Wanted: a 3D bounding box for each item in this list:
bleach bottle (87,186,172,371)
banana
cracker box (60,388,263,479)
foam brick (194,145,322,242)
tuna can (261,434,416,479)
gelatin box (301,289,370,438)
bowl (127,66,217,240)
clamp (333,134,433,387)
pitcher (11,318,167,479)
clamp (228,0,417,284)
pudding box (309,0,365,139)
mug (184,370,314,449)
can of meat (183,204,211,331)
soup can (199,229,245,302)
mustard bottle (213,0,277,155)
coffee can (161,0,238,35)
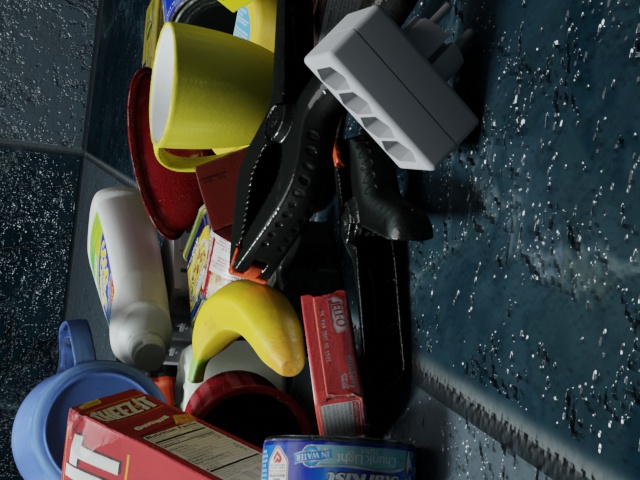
[{"bbox_3d":[-0.182,0.041,1.037,0.251,0.068,0.103,-123,39,-60],"label":"bleach bottle"},{"bbox_3d":[-0.050,0.060,0.721,0.198,0.037,0.069,158,108,-66],"label":"banana"},{"bbox_3d":[-0.080,0.211,0.685,0.214,0.071,0.164,18,104,34],"label":"cracker box"},{"bbox_3d":[-0.044,-0.038,0.782,0.051,0.078,0.053,38,-146,-74],"label":"foam brick"},{"bbox_3d":[0.010,0.126,0.582,0.086,0.086,0.034,145,130,-67],"label":"tuna can"},{"bbox_3d":[0.010,0.084,0.642,0.089,0.030,0.073,82,180,-53],"label":"gelatin box"},{"bbox_3d":[-0.123,-0.083,0.979,0.162,0.055,0.162,-8,-90,-79],"label":"bowl"},{"bbox_3d":[0.032,0.001,0.636,0.171,0.039,0.120,-102,20,-59],"label":"clamp"},{"bbox_3d":[-0.200,0.157,0.925,0.145,0.149,0.243,-53,6,-19],"label":"pitcher"},{"bbox_3d":[-0.017,-0.078,0.685,0.165,0.036,0.210,35,105,63],"label":"clamp"},{"bbox_3d":[-0.004,-0.140,0.789,0.090,0.039,0.113,-132,50,-65],"label":"pudding box"},{"bbox_3d":[-0.053,0.153,0.786,0.117,0.093,0.081,67,171,-11],"label":"mug"},{"bbox_3d":[-0.086,0.027,0.961,0.102,0.057,0.084,118,150,-49],"label":"can of meat"},{"bbox_3d":[-0.056,0.001,0.855,0.068,0.068,0.102,-135,54,-68],"label":"soup can"},{"bbox_3d":[-0.050,-0.165,0.909,0.096,0.058,0.192,-110,30,-65],"label":"mustard bottle"},{"bbox_3d":[-0.100,-0.229,1.010,0.140,0.102,0.103,-104,27,-47],"label":"coffee can"}]
